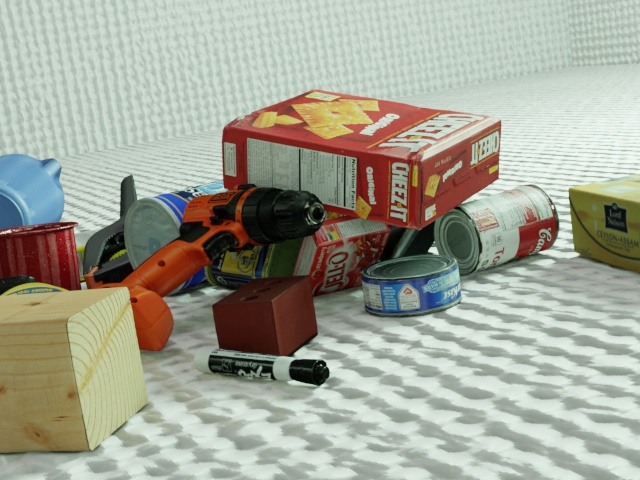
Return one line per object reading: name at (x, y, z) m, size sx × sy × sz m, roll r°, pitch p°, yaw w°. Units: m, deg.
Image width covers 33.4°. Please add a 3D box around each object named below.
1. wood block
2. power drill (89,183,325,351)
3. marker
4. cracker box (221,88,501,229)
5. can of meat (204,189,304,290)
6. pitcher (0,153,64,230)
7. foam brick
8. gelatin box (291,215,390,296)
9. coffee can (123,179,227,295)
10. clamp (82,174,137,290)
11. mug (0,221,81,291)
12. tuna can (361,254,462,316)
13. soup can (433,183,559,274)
wood block at (-0.239, 0.091, 0.744) m, size 0.206 × 0.090 × 0.090 m, roll -5°, pitch 10°, yaw 17°
power drill at (-0.103, 0.018, 0.925) m, size 0.187 × 0.057 × 0.185 m, roll -41°, pitch 22°, yaw -32°
marker at (-0.043, 0.092, 0.778) m, size 0.121 × 0.020 × 0.020 m, roll 0°, pitch 14°, yaw 38°
cracker box at (0.039, -0.084, 1.002) m, size 0.214 × 0.072 × 0.163 m, roll 13°, pitch 26°, yaw 31°
can of meat at (-0.057, 0.001, 1.036) m, size 0.084 × 0.102 × 0.057 m, roll 6°, pitch -11°, yaw 43°
pitcher at (-0.427, -0.031, 1.413) m, size 0.145 × 0.149 × 0.243 m, roll 3°, pitch 9°, yaw -7°
foam brick at (-0.043, 0.063, 0.841) m, size 0.053 × 0.051 × 0.078 m, roll -4°, pitch 12°, yaw 23°
gelatin box at (0.018, 0.014, 0.977) m, size 0.073 × 0.030 × 0.089 m, roll -12°, pitch -33°, yaw -21°
coffee can at (-0.121, -0.009, 1.128) m, size 0.140 × 0.103 × 0.103 m, roll -18°, pitch 15°, yaw -42°
clamp at (-0.191, -0.009, 1.200) m, size 0.165 × 0.036 × 0.209 m, roll 4°, pitch 36°, yaw 19°
mug at (-0.307, 0.028, 1.114) m, size 0.117 × 0.081 × 0.093 m, roll -7°, pitch 7°, yaw -9°
tuna can at (0.078, 0.038, 0.924) m, size 0.086 × 0.034 × 0.086 m, roll -8°, pitch 11°, yaw 1°
soup can at (0.168, -0.011, 1.019) m, size 0.102 × 0.068 × 0.069 m, roll -15°, pitch 13°, yaw -30°
